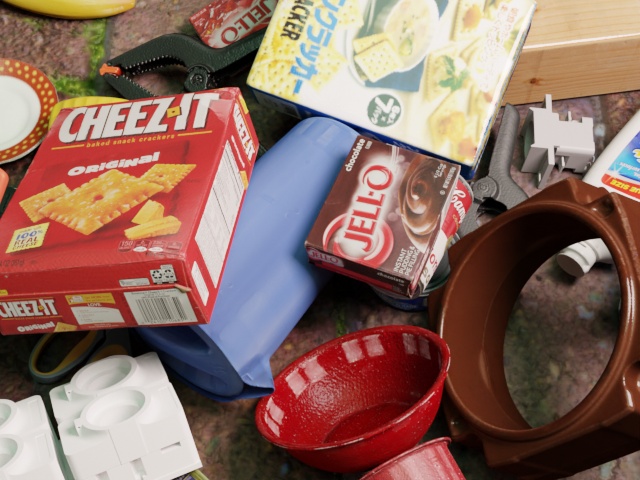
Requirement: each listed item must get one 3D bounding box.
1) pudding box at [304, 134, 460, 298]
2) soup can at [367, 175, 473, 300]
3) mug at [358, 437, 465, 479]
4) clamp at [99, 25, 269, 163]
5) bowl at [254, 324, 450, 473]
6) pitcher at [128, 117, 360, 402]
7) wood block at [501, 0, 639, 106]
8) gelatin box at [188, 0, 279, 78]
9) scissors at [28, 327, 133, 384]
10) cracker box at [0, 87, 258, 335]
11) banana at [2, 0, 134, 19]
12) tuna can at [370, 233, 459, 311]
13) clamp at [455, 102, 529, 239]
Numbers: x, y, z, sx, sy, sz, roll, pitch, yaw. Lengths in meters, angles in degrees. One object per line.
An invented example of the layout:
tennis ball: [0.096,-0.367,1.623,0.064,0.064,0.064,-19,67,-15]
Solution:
pudding box: [0.050,-0.020,0.845,0.090,0.039,0.113,19,62,14]
soup can: [0.077,-0.009,0.901,0.068,0.068,0.102,25,63,13]
mug: [0.068,0.213,0.807,0.117,0.093,0.081,-35,68,14]
clamp: [-0.109,-0.139,1.020,0.210,0.036,0.164,2,80,11]
bowl: [0.032,0.133,0.838,0.162,0.055,0.162,-19,22,8]
pitcher: [-0.056,0.001,0.900,0.145,0.149,0.242,5,46,48]
wood block: [0.248,-0.200,1.044,0.206,0.091,0.090,-8,60,-6]
gelatin box: [-0.076,-0.216,1.068,0.089,0.030,0.073,-34,65,1]
scissors: [-0.158,0.065,0.924,0.201,0.016,0.096,-38,69,-21]
cracker box: [-0.150,-0.028,0.823,0.164,0.072,0.213,-4,41,13]
banana: [-0.291,-0.264,1.101,0.198,0.037,0.069,24,63,12]
tuna can: [0.082,0.019,0.945,0.086,0.034,0.086,1,60,-1]
clamp: [0.156,-0.049,0.980,0.120,0.039,0.171,-27,68,2]
